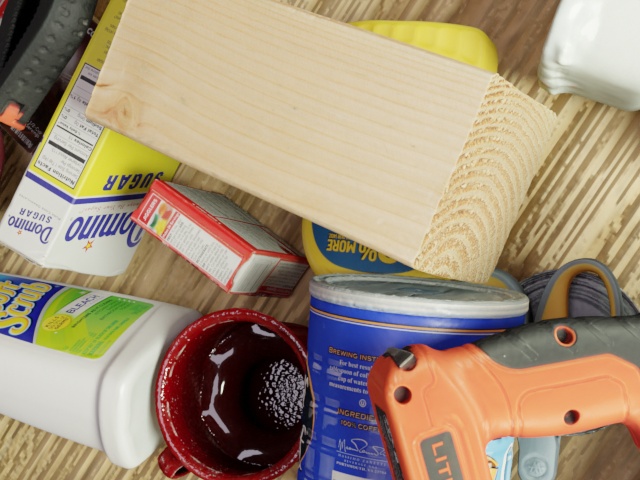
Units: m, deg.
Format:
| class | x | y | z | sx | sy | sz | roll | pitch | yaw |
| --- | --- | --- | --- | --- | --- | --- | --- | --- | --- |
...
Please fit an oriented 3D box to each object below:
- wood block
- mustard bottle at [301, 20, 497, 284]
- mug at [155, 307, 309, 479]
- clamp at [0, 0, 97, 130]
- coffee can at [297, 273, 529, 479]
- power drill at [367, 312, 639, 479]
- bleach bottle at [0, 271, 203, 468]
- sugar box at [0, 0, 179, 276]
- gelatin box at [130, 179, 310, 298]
| class | x | y | z | sx | sy | sz | roll | pitch | yaw |
| --- | --- | --- | --- | --- | --- | --- | --- | --- | --- |
| wood block | -0.004 | -0.061 | 0.531 | 0.206 | 0.090 | 0.091 | 25 | 96 | 30 |
| mustard bottle | 0.039 | -0.022 | 0.589 | 0.096 | 0.058 | 0.191 | 6 | 87 | 21 |
| mug | -0.040 | 0.093 | 0.593 | 0.117 | 0.081 | 0.093 | -43 | 73 | 10 |
| clamp | -0.139 | -0.165 | 0.611 | 0.165 | 0.036 | 0.210 | 12 | 81 | 55 |
| coffee can | 0.041 | 0.091 | 0.505 | 0.103 | 0.102 | 0.140 | 6 | 94 | 20 |
| power drill | 0.124 | 0.086 | 0.426 | 0.187 | 0.057 | 0.184 | -17 | 87 | -7 |
| bleach bottle | -0.198 | 0.059 | 0.642 | 0.251 | 0.102 | 0.068 | 11 | 118 | 21 |
| sugar box | -0.114 | -0.065 | 0.629 | 0.048 | 0.093 | 0.176 | 26 | 94 | 20 |
| gelatin box | -0.054 | 0.001 | 0.602 | 0.073 | 0.089 | 0.030 | 36 | 98 | 19 |
